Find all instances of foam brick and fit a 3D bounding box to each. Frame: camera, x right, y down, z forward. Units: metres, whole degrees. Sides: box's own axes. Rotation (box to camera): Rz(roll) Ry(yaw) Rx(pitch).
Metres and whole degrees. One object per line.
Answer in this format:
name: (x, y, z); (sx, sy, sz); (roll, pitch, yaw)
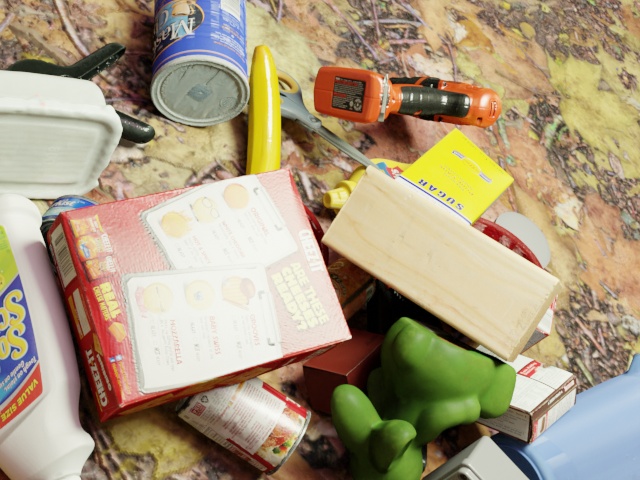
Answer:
foam brick: (0.029, 0.127, 1.027); (0.078, 0.053, 0.051); (-35, 124, -44)

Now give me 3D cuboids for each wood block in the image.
wood block: (0.117, 0.023, 1.019); (0.206, 0.090, 0.090); (33, 3, 17)

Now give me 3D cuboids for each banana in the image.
banana: (-0.061, -0.110, 1.139); (0.037, 0.069, 0.198); (1, 67, 0)

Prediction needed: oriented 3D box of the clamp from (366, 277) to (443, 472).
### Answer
clamp: (0.100, 0.132, 1.097); (0.164, 0.036, 0.210); (-24, 77, -44)

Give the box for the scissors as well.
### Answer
scissors: (-0.009, -0.144, 1.210); (0.202, 0.016, 0.096); (28, 37, 5)

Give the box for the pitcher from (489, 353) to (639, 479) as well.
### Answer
pitcher: (0.280, 0.229, 1.096); (0.242, 0.145, 0.149); (-12, 54, -35)

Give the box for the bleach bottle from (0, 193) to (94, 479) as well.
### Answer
bleach bottle: (-0.237, 0.093, 0.857); (0.102, 0.068, 0.251); (-27, 71, 3)

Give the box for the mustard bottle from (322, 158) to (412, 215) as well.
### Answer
mustard bottle: (0.084, -0.047, 1.204); (0.191, 0.058, 0.096); (-2, 64, -35)

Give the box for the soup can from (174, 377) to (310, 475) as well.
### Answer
soup can: (-0.069, 0.152, 0.945); (0.102, 0.069, 0.068); (35, 45, -7)

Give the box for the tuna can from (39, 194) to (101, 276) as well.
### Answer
tuna can: (-0.211, 0.003, 0.946); (0.086, 0.086, 0.033); (36, 47, -7)

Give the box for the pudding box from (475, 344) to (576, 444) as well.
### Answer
pudding box: (0.182, 0.148, 1.051); (0.114, 0.039, 0.089); (16, 31, 38)

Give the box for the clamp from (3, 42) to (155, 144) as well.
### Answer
clamp: (-0.247, -0.137, 1.059); (0.171, 0.039, 0.120); (-18, 65, -35)

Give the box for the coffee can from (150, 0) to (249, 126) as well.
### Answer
coffee can: (-0.129, -0.208, 1.146); (0.102, 0.103, 0.140); (15, 51, -25)

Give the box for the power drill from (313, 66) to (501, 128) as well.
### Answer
power drill: (0.086, -0.166, 1.225); (0.187, 0.185, 0.057); (-4, 103, -39)

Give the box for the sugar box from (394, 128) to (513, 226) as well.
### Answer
sugar box: (0.132, -0.048, 1.158); (0.093, 0.048, 0.176); (42, 42, 7)

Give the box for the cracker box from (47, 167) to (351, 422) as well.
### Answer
cracker box: (-0.102, 0.041, 0.895); (0.213, 0.072, 0.164); (-14, 77, -30)
